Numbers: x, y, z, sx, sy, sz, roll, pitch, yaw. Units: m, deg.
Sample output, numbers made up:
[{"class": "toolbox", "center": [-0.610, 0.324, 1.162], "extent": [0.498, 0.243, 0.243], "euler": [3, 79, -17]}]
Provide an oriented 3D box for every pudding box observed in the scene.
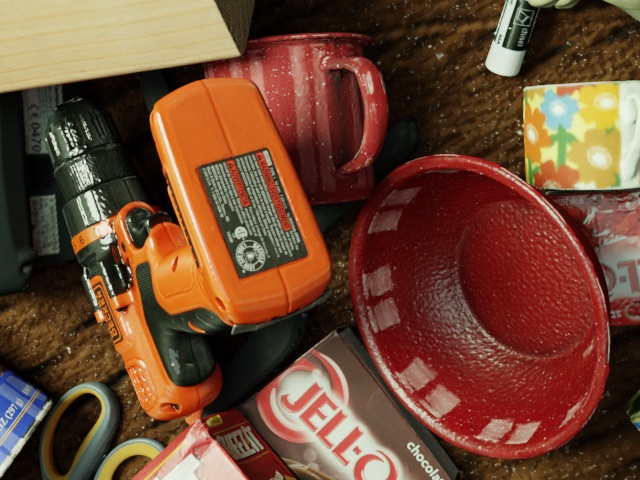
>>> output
[{"class": "pudding box", "center": [0.012, 0.119, 0.611], "extent": [0.090, 0.039, 0.113], "euler": [-40, 86, 13]}]

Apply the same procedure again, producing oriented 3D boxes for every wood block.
[{"class": "wood block", "center": [-0.140, -0.133, 0.510], "extent": [0.206, 0.090, 0.090], "euler": [-6, 52, 17]}]

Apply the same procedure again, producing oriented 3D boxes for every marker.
[{"class": "marker", "center": [0.111, -0.143, 0.549], "extent": [0.020, 0.020, 0.121], "euler": [20, 123, 10]}]

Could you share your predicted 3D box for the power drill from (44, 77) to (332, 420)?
[{"class": "power drill", "center": [-0.075, -0.010, 0.523], "extent": [0.057, 0.188, 0.184], "euler": [-21, 85, -28]}]

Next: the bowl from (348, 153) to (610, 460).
[{"class": "bowl", "center": [0.091, 0.029, 0.555], "extent": [0.162, 0.055, 0.162], "euler": [20, 119, 40]}]

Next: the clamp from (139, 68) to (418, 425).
[{"class": "clamp", "center": [-0.054, 0.001, 0.615], "extent": [0.164, 0.036, 0.210], "euler": [22, 97, 10]}]

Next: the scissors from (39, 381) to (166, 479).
[{"class": "scissors", "center": [-0.155, 0.187, 0.668], "extent": [0.096, 0.016, 0.202], "euler": [21, 100, 10]}]

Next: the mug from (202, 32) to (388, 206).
[{"class": "mug", "center": [-0.008, -0.058, 0.536], "extent": [0.117, 0.093, 0.081], "euler": [-2, 95, 49]}]
